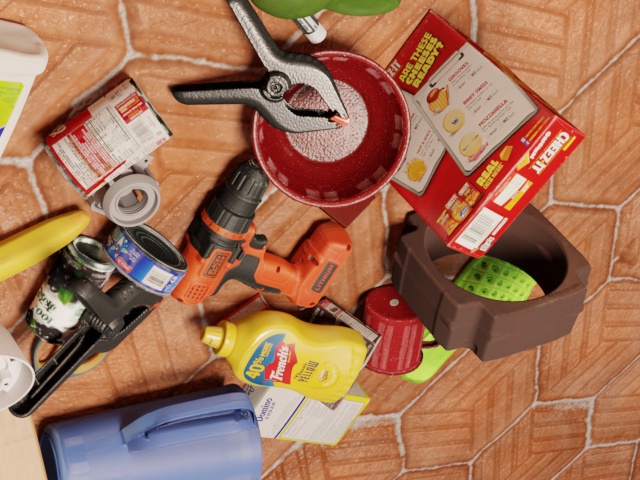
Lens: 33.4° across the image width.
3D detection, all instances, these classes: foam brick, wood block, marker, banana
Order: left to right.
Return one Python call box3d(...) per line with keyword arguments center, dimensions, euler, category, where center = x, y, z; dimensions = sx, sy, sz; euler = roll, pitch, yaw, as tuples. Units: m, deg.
box3d(center=(-0.309, 0.022, 1.011), dimensions=(0.197, 0.037, 0.070), euler=(-28, -175, -39), category="banana")
box3d(center=(-0.336, 0.254, 1.108), dimensions=(0.090, 0.090, 0.206), euler=(-15, 102, -28), category="wood block")
box3d(center=(-0.032, -0.230, 1.018), dimensions=(0.020, 0.020, 0.121), euler=(-42, 138, 5), category="marker")
box3d(center=(0.013, -0.059, 1.175), dimensions=(0.051, 0.053, 0.078), euler=(-45, 138, 8), category="foam brick")

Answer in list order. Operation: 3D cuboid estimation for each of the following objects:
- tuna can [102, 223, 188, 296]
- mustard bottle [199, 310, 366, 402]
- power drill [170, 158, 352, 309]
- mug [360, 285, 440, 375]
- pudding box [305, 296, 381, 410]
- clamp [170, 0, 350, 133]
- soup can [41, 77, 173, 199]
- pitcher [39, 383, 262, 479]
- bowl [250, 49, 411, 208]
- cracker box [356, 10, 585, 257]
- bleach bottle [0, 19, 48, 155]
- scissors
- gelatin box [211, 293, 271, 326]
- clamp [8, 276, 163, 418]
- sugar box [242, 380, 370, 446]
box3d(center=(-0.177, 0.016, 1.086), dimensions=(0.034, 0.086, 0.086), euler=(-50, 137, 11), category="tuna can")
box3d(center=(-0.049, 0.128, 1.233), dimensions=(0.191, 0.058, 0.096), euler=(17, 121, -24), category="mustard bottle")
box3d(center=(-0.058, 0.001, 1.179), dimensions=(0.187, 0.057, 0.185), euler=(13, 122, -38), category="power drill")
box3d(center=(0.103, 0.112, 1.356), dimensions=(0.117, 0.093, 0.081), euler=(5, 123, -3), category="mug")
box3d(center=(0.011, 0.140, 1.323), dimensions=(0.114, 0.090, 0.039), euler=(-60, 169, 20), category="pudding box")
box3d(center=(-0.054, -0.147, 1.026), dimensions=(0.171, 0.039, 0.120), euler=(35, 115, -17), category="clamp")
box3d(center=(-0.196, -0.095, 0.987), dimensions=(0.102, 0.069, 0.068), euler=(-36, 138, -3), category="soup can")
box3d(center=(-0.195, 0.243, 1.245), dimensions=(0.242, 0.145, 0.149), euler=(-5, 102, -28), category="pitcher")
box3d(center=(0.009, -0.117, 1.090), dimensions=(0.162, 0.055, 0.162), euler=(-2, 107, -5), category="bowl")
box3d(center=(0.141, -0.110, 1.098), dimensions=(0.072, 0.214, 0.164), euler=(21, 113, -46), category="cracker box")
box3d(center=(-0.324, -0.072, 0.925), dimensions=(0.102, 0.068, 0.251), euler=(5, 125, -37), category="bleach bottle")
box3d(center=(-0.301, 0.164, 1.183), dimensions=(0.096, 0.016, 0.202), euler=(8, 121, -39), category="scissors")
box3d(center=(-0.081, 0.115, 1.282), dimensions=(0.073, 0.030, 0.089), euler=(-34, 138, -3), category="gelatin box")
box3d(center=(-0.227, 0.091, 1.075), dimensions=(0.165, 0.036, 0.209), euler=(-56, 170, 16), category="clamp")
box3d(center=(-0.028, 0.217, 1.399), dimensions=(0.175, 0.048, 0.093), euler=(19, 114, -39), category="sugar box")
